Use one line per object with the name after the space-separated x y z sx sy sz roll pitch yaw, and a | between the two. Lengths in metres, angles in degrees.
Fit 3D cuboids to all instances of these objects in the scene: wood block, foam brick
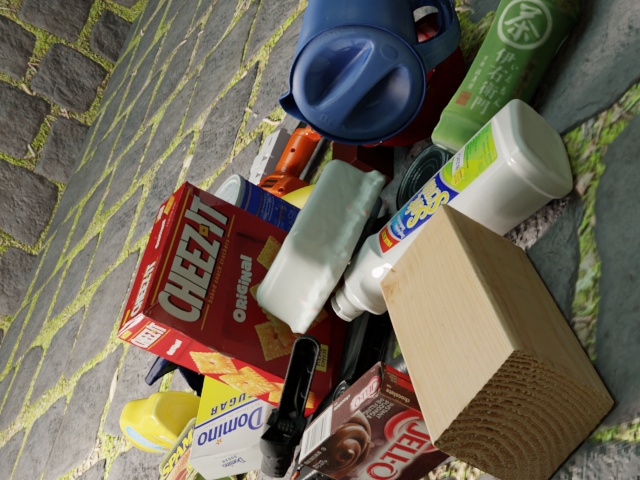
0.120 0.071 0.779 0.091 0.090 0.206 -54 22 19 | wood block
0.047 -0.090 1.199 0.053 0.051 0.078 -44 27 37 | foam brick

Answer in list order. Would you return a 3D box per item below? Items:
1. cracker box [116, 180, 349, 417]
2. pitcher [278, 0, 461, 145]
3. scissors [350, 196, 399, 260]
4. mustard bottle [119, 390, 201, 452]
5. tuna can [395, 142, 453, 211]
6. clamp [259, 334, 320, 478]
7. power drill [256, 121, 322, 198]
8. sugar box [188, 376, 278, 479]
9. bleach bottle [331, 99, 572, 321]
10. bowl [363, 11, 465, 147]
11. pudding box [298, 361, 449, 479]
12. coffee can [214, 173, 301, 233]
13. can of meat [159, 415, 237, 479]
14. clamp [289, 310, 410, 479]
-0.075 0.060 1.072 0.072 0.213 0.164 -38 31 48 | cracker box
0.050 -0.219 1.109 0.242 0.149 0.145 -85 15 -52 | pitcher
0.058 -0.027 1.099 0.096 0.016 0.202 -65 9 -26 | scissors
-0.193 0.227 1.308 0.192 0.096 0.058 -25 42 58 | mustard bottle
0.110 -0.053 1.030 0.086 0.033 0.086 -49 25 31 | tuna can
-0.035 0.178 0.986 0.171 0.039 0.120 99 -165 -47 | clamp
-0.005 -0.130 1.367 0.187 0.057 0.185 -64 21 -9 | power drill
-0.081 0.165 1.150 0.093 0.048 0.176 -18 39 23 | sugar box
0.100 -0.007 0.919 0.251 0.068 0.102 -43 22 29 | bleach bottle
0.106 -0.160 1.141 0.162 0.055 0.162 -49 25 31 | bowl
0.050 0.153 0.841 0.114 0.090 0.039 -46 24 38 | pudding box
-0.058 0.001 1.205 0.103 0.140 0.103 -49 24 31 | coffee can
-0.136 0.262 1.189 0.102 0.057 0.084 -55 25 21 | can of meat
0.038 0.142 0.954 0.210 0.036 0.165 -60 19 -3 | clamp
